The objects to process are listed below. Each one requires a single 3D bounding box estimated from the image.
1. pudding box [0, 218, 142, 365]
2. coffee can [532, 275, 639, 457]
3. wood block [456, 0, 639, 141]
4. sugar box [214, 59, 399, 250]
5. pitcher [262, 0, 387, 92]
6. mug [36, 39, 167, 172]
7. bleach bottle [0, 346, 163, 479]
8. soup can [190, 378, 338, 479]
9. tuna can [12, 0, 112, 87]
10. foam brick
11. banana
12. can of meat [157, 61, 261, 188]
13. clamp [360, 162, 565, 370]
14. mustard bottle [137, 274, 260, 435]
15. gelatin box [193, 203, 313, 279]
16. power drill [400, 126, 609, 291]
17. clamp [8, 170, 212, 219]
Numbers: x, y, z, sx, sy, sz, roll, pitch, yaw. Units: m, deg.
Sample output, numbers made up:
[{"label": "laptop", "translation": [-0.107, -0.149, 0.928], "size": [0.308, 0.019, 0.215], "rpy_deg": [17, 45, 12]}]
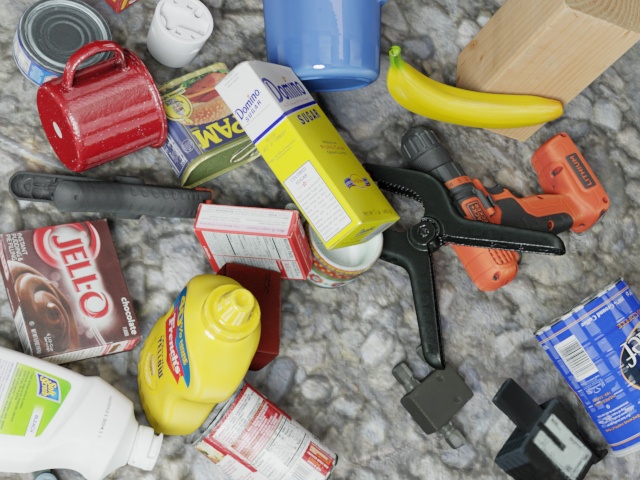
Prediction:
[{"label": "pudding box", "translation": [-0.205, 0.043, 0.866], "size": [0.089, 0.039, 0.113], "rpy_deg": [-10, 71, -29]}, {"label": "coffee can", "translation": [0.284, 0.119, 1.016], "size": [0.102, 0.103, 0.140], "rpy_deg": [-28, 79, -32]}, {"label": "wood block", "translation": [0.226, -0.196, 1.079], "size": [0.090, 0.206, 0.090], "rpy_deg": [16, 61, -17]}, {"label": "sugar box", "translation": [-0.010, -0.076, 0.925], "size": [0.176, 0.048, 0.093], "rpy_deg": [57, 22, 10]}, {"label": "pitcher", "translation": [0.011, -0.270, 1.020], "size": [0.144, 0.149, 0.243], "rpy_deg": [-2, 90, -33]}, {"label": "mug", "translation": [-0.189, -0.117, 0.909], "size": [0.081, 0.117, 0.093], "rpy_deg": [-26, 55, -27]}, {"label": "bleach bottle", "translation": [-0.242, 0.129, 0.782], "size": [0.250, 0.068, 0.102], "rpy_deg": [18, 59, -11]}, {"label": "soup can", "translation": [-0.045, 0.169, 0.862], "size": [0.102, 0.069, 0.068], "rpy_deg": [39, 56, -4]}, {"label": "tuna can", "translation": [-0.232, -0.177, 0.963], "size": [0.086, 0.034, 0.086], "rpy_deg": [10, 62, -20]}, {"label": "foam brick", "translation": [-0.066, 0.066, 0.912], "size": [0.053, 0.051, 0.078], "rpy_deg": [12, 62, -20]}, {"label": "banana", "translation": [0.142, -0.139, 1.058], "size": [0.197, 0.070, 0.037], "rpy_deg": [13, 71, -20]}, {"label": "can of meat", "translation": [-0.105, -0.106, 0.975], "size": [0.101, 0.058, 0.084], "rpy_deg": [-28, 77, -33]}, {"label": "clamp", "translation": [0.097, 0.007, 0.996], "size": [0.210, 0.036, 0.164], "rpy_deg": [38, 84, 23]}, {"label": "mustard bottle", "translation": [-0.089, 0.079, 0.810], "size": [0.058, 0.192, 0.096], "rpy_deg": [7, 64, -22]}, {"label": "gelatin box", "translation": [-0.056, 0.001, 0.914], "size": [0.089, 0.073, 0.030], "rpy_deg": [4, 59, 14]}, {"label": "power drill", "translation": [0.187, -0.051, 1.083], "size": [0.187, 0.057, 0.184], "rpy_deg": [-19, 72, -29]}, {"label": "clamp", "translation": [-0.163, -0.035, 0.886], "size": [0.171, 0.120, 0.039], "rpy_deg": [2, 101, -26]}]
